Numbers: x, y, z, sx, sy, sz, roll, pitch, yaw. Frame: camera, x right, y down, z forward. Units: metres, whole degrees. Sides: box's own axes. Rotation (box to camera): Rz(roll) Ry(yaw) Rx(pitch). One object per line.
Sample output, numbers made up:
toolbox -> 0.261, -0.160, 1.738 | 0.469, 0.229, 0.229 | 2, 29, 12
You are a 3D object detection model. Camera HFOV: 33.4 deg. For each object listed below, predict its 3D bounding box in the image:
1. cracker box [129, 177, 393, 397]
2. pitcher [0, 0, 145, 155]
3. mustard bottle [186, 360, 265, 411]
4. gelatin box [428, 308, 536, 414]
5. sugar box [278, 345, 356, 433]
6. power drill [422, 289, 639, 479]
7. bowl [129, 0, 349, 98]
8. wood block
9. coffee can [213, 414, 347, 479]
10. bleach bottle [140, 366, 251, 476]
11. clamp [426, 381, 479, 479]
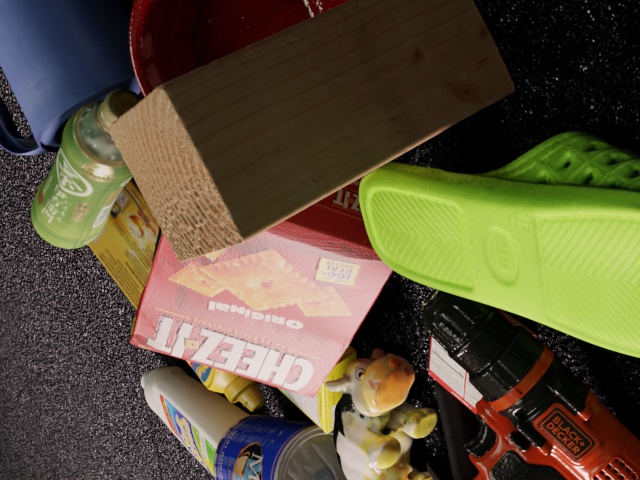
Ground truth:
cracker box -> -0.046, 0.025, 0.812 | 0.164, 0.072, 0.214 | 18, 140, -7
pitcher -> -0.256, -0.206, 0.969 | 0.243, 0.149, 0.145 | 60, 153, 6
mustard bottle -> -0.121, 0.099, 1.120 | 0.192, 0.058, 0.096 | 51, 145, 15
gelatin box -> 0.114, 0.081, 0.761 | 0.073, 0.030, 0.089 | 39, 145, 36
sugar box -> -0.037, 0.091, 0.993 | 0.176, 0.048, 0.093 | 41, 149, 36
power drill -> 0.094, 0.143, 0.700 | 0.184, 0.057, 0.188 | 43, 110, 1
bowl -> -0.046, -0.137, 0.724 | 0.055, 0.162, 0.162 | -100, -11, -74
wood block -> -0.002, -0.077, 0.613 | 0.091, 0.205, 0.090 | -17, 102, 61
coffee can -> -0.030, 0.227, 1.047 | 0.141, 0.102, 0.103 | -8, 110, 60
bleach bottle -> -0.138, 0.217, 1.254 | 0.251, 0.068, 0.102 | 25, 136, 50
clamp -> 0.115, 0.200, 0.809 | 0.120, 0.039, 0.171 | 84, 174, -53
